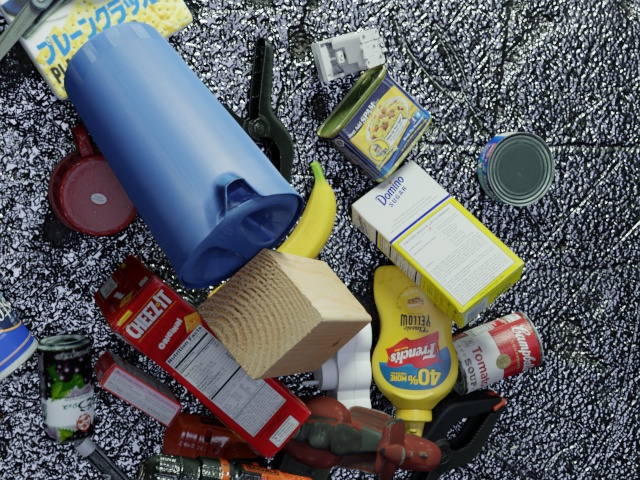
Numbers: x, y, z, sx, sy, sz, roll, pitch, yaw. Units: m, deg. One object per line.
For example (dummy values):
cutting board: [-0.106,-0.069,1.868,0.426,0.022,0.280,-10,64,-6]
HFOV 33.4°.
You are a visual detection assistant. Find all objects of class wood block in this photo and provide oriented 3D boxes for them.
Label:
wood block: [-0.029,0.075,1.069,0.091,0.206,0.090,-42,76,8]

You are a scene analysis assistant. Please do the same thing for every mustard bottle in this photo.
mustard bottle: [0.105,0.125,1.189,0.096,0.058,0.191,1,83,6]

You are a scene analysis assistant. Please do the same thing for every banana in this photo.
banana: [-0.041,0.010,1.170,0.069,0.037,0.198,38,85,-6]

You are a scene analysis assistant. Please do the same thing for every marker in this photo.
marker: [-0.219,0.259,1.154,0.020,0.020,0.121,-42,106,-8]

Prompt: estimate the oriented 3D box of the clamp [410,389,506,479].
clamp: [0.124,0.236,1.233,0.210,0.036,0.164,-41,123,-10]

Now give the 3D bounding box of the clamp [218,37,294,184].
clamp: [-0.069,-0.129,1.142,0.120,0.039,0.171,-37,113,-18]

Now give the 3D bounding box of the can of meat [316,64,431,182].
can of meat: [0.061,-0.127,1.172,0.084,0.057,0.102,41,84,-19]

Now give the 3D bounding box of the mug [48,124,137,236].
mug: [-0.229,-0.059,1.080,0.093,0.082,0.117,-14,100,-15]

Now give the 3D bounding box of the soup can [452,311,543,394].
soup can: [0.197,0.131,1.238,0.102,0.069,0.068,-19,102,-13]

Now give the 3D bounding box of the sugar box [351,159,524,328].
sugar box: [0.125,0.002,1.161,0.093,0.048,0.176,-37,64,-17]

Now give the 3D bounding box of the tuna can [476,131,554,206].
tuna can: [0.226,-0.083,1.238,0.086,0.034,0.086,-2,97,-17]

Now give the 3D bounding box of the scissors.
scissors: [-0.245,-0.228,1.019,0.096,0.016,0.202,23,91,-18]

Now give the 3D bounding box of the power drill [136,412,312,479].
power drill: [-0.109,0.232,1.096,0.184,0.188,0.057,17,93,-19]

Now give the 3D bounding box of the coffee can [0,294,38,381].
coffee can: [-0.360,0.076,1.046,0.102,0.103,0.140,-35,105,-10]

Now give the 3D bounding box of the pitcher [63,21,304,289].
pitcher: [-0.136,-0.079,1.000,0.149,0.144,0.243,-46,70,25]

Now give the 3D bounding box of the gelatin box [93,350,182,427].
gelatin box: [-0.193,0.155,1.121,0.089,0.073,0.030,35,86,-18]

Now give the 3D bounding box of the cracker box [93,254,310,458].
cracker box: [-0.126,0.117,1.089,0.213,0.164,0.072,43,83,-17]
